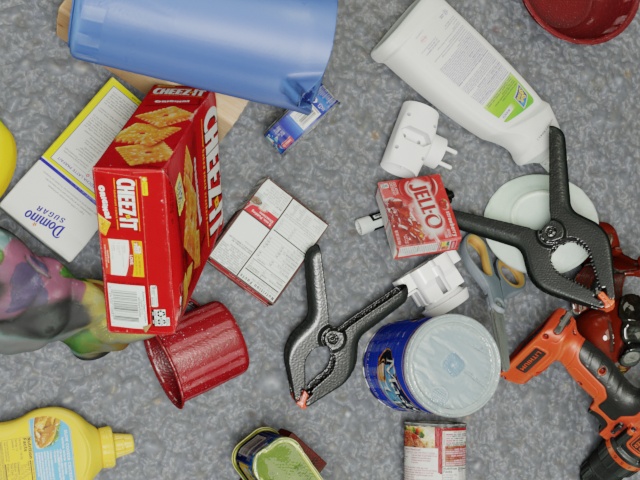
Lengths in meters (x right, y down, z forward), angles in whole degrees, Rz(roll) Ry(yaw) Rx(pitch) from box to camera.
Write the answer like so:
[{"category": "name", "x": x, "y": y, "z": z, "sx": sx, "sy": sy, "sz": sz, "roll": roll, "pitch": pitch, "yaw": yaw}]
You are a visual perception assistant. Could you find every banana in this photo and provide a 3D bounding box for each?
[{"category": "banana", "x": -0.364, "y": -0.043, "z": 1.067, "sx": 0.069, "sy": 0.037, "sz": 0.197, "roll": 33, "pitch": 74, "yaw": 9}]

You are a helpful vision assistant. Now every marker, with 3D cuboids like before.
[{"category": "marker", "x": 0.096, "y": -0.033, "z": 1.199, "sx": 0.121, "sy": 0.020, "sz": 0.020, "roll": -19, "pitch": 89, "yaw": -17}]

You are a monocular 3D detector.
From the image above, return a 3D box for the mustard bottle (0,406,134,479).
[{"category": "mustard bottle", "x": -0.279, "y": 0.214, "z": 1.046, "sx": 0.191, "sy": 0.058, "sz": 0.096, "roll": -6, "pitch": 84, "yaw": -16}]

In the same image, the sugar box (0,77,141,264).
[{"category": "sugar box", "x": -0.237, "y": -0.071, "z": 1.099, "sx": 0.093, "sy": 0.048, "sz": 0.176, "roll": 41, "pitch": 79, "yaw": -8}]

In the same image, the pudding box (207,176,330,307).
[{"category": "pudding box", "x": -0.058, "y": 0.001, "z": 1.143, "sx": 0.090, "sy": 0.039, "sz": 0.113, "roll": 38, "pitch": 78, "yaw": -10}]

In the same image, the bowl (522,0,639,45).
[{"category": "bowl", "x": 0.296, "y": -0.303, "z": 1.266, "sx": 0.162, "sy": 0.055, "sz": 0.162, "roll": 2, "pitch": 83, "yaw": -15}]

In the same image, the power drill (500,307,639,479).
[{"category": "power drill", "x": 0.294, "y": 0.177, "z": 1.176, "sx": 0.188, "sy": 0.185, "sz": 0.057, "roll": 39, "pitch": 39, "yaw": 6}]

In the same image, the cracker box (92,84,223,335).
[{"category": "cracker box", "x": -0.145, "y": -0.035, "z": 1.002, "sx": 0.072, "sy": 0.213, "sz": 0.164, "roll": 3, "pitch": 117, "yaw": 6}]

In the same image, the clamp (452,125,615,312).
[{"category": "clamp", "x": 0.256, "y": -0.015, "z": 1.164, "sx": 0.164, "sy": 0.036, "sz": 0.210, "roll": -44, "pitch": 69, "yaw": 3}]

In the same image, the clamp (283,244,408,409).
[{"category": "clamp", "x": 0.004, "y": 0.092, "z": 1.134, "sx": 0.120, "sy": 0.039, "sz": 0.171, "roll": 33, "pitch": 87, "yaw": -6}]

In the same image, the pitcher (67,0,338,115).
[{"category": "pitcher", "x": -0.111, "y": -0.212, "z": 1.022, "sx": 0.242, "sy": 0.149, "sz": 0.145, "roll": 9, "pitch": 95, "yaw": -11}]

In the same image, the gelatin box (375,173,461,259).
[{"category": "gelatin box", "x": 0.106, "y": -0.028, "z": 1.164, "sx": 0.073, "sy": 0.030, "sz": 0.089, "roll": -8, "pitch": 59, "yaw": -9}]

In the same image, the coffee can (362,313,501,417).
[{"category": "coffee can", "x": 0.113, "y": 0.131, "z": 1.121, "sx": 0.102, "sy": 0.140, "sz": 0.103, "roll": 2, "pitch": 83, "yaw": -15}]

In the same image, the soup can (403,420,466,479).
[{"category": "soup can", "x": 0.123, "y": 0.247, "z": 1.148, "sx": 0.068, "sy": 0.069, "sz": 0.102, "roll": 3, "pitch": 83, "yaw": -15}]

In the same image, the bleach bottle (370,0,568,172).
[{"category": "bleach bottle", "x": 0.181, "y": -0.164, "z": 1.216, "sx": 0.250, "sy": 0.068, "sz": 0.102, "roll": 42, "pitch": 75, "yaw": -10}]

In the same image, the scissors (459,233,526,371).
[{"category": "scissors", "x": 0.203, "y": 0.072, "z": 1.160, "sx": 0.096, "sy": 0.016, "sz": 0.202, "roll": 17, "pitch": 39, "yaw": -31}]

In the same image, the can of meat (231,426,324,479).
[{"category": "can of meat", "x": -0.034, "y": 0.236, "z": 1.043, "sx": 0.057, "sy": 0.084, "sz": 0.102, "roll": -36, "pitch": 95, "yaw": -16}]

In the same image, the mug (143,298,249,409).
[{"category": "mug", "x": -0.131, "y": 0.104, "z": 1.092, "sx": 0.081, "sy": 0.093, "sz": 0.117, "roll": -24, "pitch": 57, "yaw": -21}]

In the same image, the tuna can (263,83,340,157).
[{"category": "tuna can", "x": -0.020, "y": -0.130, "z": 1.144, "sx": 0.086, "sy": 0.086, "sz": 0.034, "roll": -44, "pitch": 94, "yaw": -16}]
